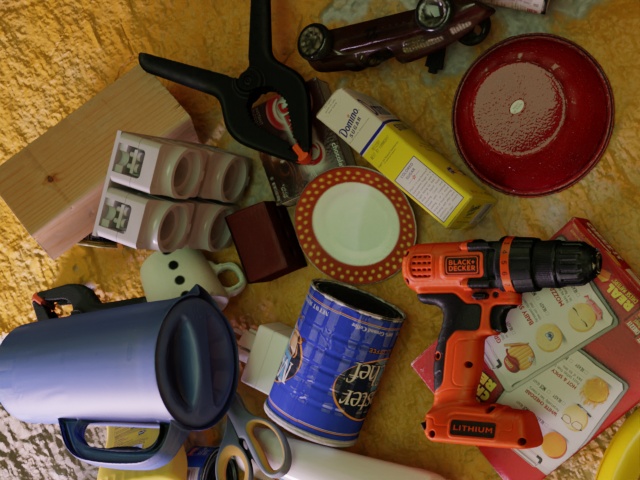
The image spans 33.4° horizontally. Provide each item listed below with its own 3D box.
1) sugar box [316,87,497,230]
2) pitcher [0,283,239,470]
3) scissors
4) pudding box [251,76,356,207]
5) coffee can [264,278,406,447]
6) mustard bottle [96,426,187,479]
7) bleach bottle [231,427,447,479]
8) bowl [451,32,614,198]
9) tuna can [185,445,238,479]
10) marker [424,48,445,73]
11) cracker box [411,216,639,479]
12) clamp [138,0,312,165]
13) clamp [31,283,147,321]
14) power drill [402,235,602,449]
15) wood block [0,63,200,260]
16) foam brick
[{"bbox_3d":[0.086,-0.081,1.050,0.176,0.093,0.048,44,106,18],"label":"sugar box"},{"bbox_3d":[-0.216,0.139,1.087,0.243,0.149,0.145,-8,105,31],"label":"pitcher"},{"bbox_3d":[-0.101,0.186,1.112,0.096,0.016,0.202,-52,50,5],"label":"scissors"},{"bbox_3d":[-0.019,-0.103,1.127,0.090,0.039,0.113,-23,81,22],"label":"pudding box"},{"bbox_3d":[0.014,0.122,1.077,0.103,0.102,0.140,25,100,22],"label":"coffee can"},{"bbox_3d":[-0.188,0.192,1.154,0.096,0.058,0.191,-23,43,20],"label":"mustard bottle"},{"bbox_3d":[0.010,0.242,1.093,0.251,0.102,0.068,10,69,33],"label":"bleach bottle"},{"bbox_3d":[0.195,-0.122,1.021,0.162,0.055,0.162,0,89,24],"label":"bowl"},{"bbox_3d":[-0.122,0.265,1.149,0.034,0.086,0.086,-3,89,23],"label":"tuna can"},{"bbox_3d":[0.127,-0.227,1.071,0.020,0.020,0.121,16,97,24],"label":"marker"},{"bbox_3d":[0.219,0.108,1.001,0.214,0.072,0.164,-45,71,19],"label":"cracker box"},{"bbox_3d":[-0.067,-0.171,1.104,0.164,0.036,0.210,-43,79,4],"label":"clamp"},{"bbox_3d":[-0.274,0.106,1.228,0.172,0.039,0.120,11,68,34],"label":"clamp"},{"bbox_3d":[0.161,0.089,0.959,0.185,0.057,0.187,-2,83,32],"label":"power drill"},{"bbox_3d":[-0.241,-0.086,1.154,0.206,0.090,0.091,-38,74,-10],"label":"wood block"},{"bbox_3d":[-0.057,0.001,1.138,0.051,0.052,0.078,-24,81,23],"label":"foam brick"}]
